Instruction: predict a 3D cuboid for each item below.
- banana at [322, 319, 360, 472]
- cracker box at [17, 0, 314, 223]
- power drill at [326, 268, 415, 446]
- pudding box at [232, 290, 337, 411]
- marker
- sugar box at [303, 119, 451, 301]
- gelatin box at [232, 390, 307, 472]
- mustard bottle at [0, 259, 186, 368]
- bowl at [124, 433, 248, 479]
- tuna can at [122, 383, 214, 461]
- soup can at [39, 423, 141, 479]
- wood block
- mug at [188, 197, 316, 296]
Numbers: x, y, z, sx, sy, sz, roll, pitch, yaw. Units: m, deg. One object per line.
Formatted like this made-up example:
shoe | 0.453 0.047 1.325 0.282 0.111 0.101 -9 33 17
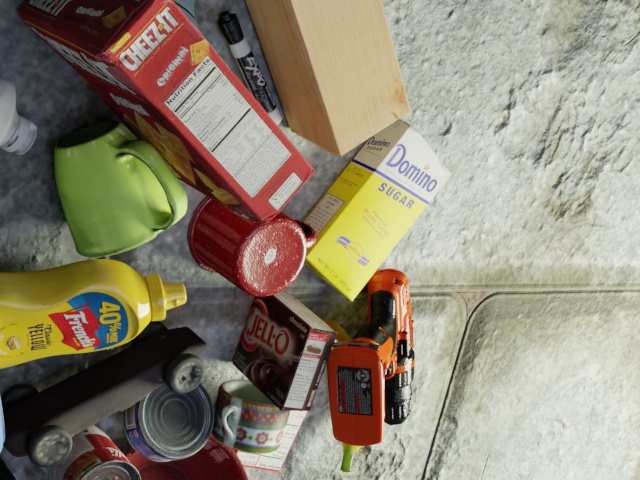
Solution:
banana | 0.028 0.159 1.175 0.037 0.069 0.198 -5 117 14
cracker box | -0.124 -0.118 0.861 0.072 0.164 0.213 -50 131 -9
power drill | 0.059 0.141 1.127 0.187 0.057 0.184 -50 137 -67
pudding box | -0.038 0.107 1.066 0.039 0.114 0.090 10 104 -37
marker | -0.065 -0.158 0.983 0.020 0.020 0.121 -38 128 -17
sugar box | 0.052 -0.033 1.112 0.176 0.048 0.093 -51 131 -5
gelatin box | -0.061 0.201 1.148 0.073 0.030 0.089 20 97 -42
mustard bottle | -0.210 0.059 0.914 0.191 0.058 0.096 -8 137 -16
bowl | -0.150 0.267 1.069 0.161 0.055 0.162 10 73 -33
tuna can | -0.147 0.171 1.039 0.086 0.034 0.086 10 72 -33
soup can | -0.218 0.208 0.985 0.068 0.102 0.068 -16 119 -31
wood block | 0.000 -0.195 0.967 0.090 0.090 0.206 -34 128 -19
mug | -0.057 0.001 1.022 0.117 0.082 0.093 -8 115 -34
